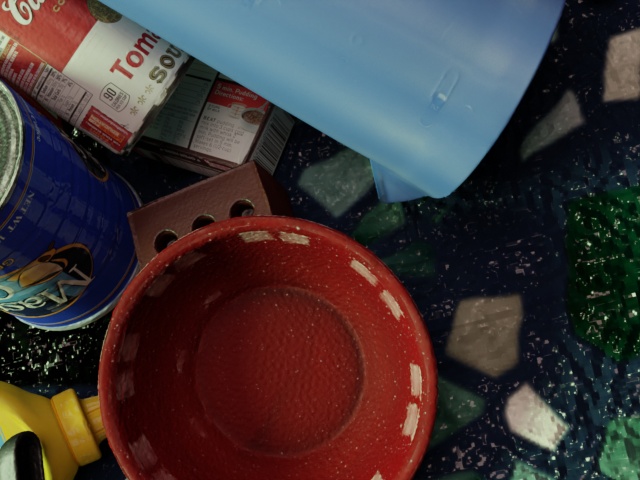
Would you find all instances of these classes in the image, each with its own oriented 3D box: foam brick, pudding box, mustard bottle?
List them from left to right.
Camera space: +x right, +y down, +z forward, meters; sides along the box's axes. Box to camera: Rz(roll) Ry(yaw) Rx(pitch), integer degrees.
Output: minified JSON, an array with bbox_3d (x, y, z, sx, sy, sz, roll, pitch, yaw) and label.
[{"bbox_3d":[-0.191,0.126,0.553,0.191,0.058,0.096,-23,95,-13],"label":"mustard bottle"},{"bbox_3d":[-0.054,0.001,0.574,0.078,0.051,0.053,-22,68,9],"label":"foam brick"},{"bbox_3d":[-0.055,-0.093,0.613,0.090,0.039,0.113,18,77,22],"label":"pudding box"}]

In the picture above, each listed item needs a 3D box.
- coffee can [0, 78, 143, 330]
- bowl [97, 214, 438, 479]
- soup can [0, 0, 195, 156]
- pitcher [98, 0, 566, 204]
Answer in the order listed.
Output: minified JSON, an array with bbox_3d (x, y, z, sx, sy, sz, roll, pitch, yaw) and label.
[{"bbox_3d":[-0.166,-0.018,0.566,0.103,0.140,0.103,-5,71,15],"label":"coffee can"},{"bbox_3d":[-0.023,0.068,0.525,0.162,0.055,0.162,0,91,6],"label":"bowl"},{"bbox_3d":[-0.125,-0.099,0.553,0.102,0.068,0.068,35,84,-11],"label":"soup can"},{"bbox_3d":[-0.009,-0.138,0.504,0.242,0.145,0.149,27,71,-8],"label":"pitcher"}]
